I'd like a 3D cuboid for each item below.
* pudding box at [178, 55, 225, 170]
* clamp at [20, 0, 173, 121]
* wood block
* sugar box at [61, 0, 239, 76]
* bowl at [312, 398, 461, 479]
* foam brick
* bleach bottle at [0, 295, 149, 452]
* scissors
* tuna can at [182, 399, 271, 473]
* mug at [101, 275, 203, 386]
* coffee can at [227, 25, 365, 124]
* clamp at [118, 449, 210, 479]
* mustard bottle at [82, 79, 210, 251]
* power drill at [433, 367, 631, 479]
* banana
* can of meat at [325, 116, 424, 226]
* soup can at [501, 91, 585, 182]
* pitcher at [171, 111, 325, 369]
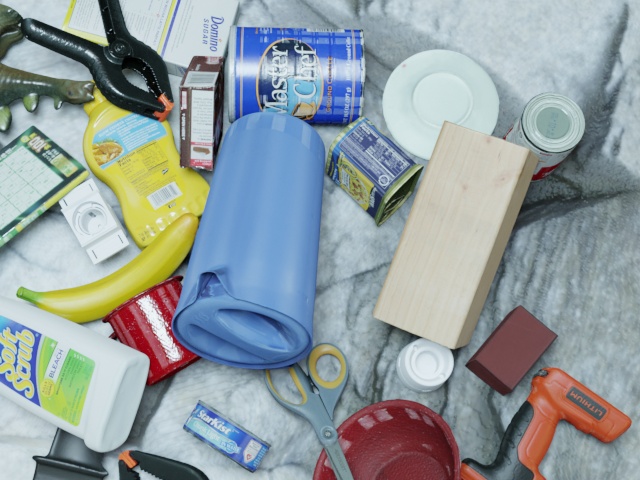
[{"bbox_3d":[-0.121,-0.133,1.099,0.039,0.113,0.090,3,115,1],"label":"pudding box"},{"bbox_3d":[-0.212,-0.201,1.113,0.171,0.039,0.120,41,63,-9],"label":"clamp"},{"bbox_3d":[0.136,-0.004,1.069,0.090,0.090,0.206,21,95,18],"label":"wood block"},{"bbox_3d":[-0.185,-0.238,1.170,0.176,0.048,0.093,16,78,-3],"label":"sugar box"},{"bbox_3d":[0.073,0.240,1.042,0.162,0.055,0.162,-19,51,24],"label":"bowl"},{"bbox_3d":[0.197,0.114,1.102,0.051,0.053,0.078,41,79,6],"label":"foam brick"},{"bbox_3d":[-0.295,0.114,1.045,0.251,0.068,0.102,19,92,19],"label":"bleach bottle"},{"bbox_3d":[0.019,0.179,1.066,0.096,0.016,0.202,-31,61,-20],"label":"scissors"},{"bbox_3d":[-0.093,0.193,1.052,0.086,0.086,0.033,32,79,4],"label":"tuna can"},{"bbox_3d":[-0.168,0.099,1.076,0.117,0.093,0.081,-33,84,22],"label":"mug"},{"bbox_3d":[-0.027,-0.175,1.133,0.140,0.103,0.103,1,77,-3],"label":"coffee can"},{"bbox_3d":[-0.134,0.297,1.051,0.210,0.036,0.164,42,81,7],"label":"clamp"},{"bbox_3d":[-0.195,-0.089,1.127,0.096,0.058,0.192,-31,80,-13],"label":"mustard bottle"},{"bbox_3d":[0.230,0.237,1.072,0.184,0.057,0.187,37,78,6],"label":"power drill"},{"bbox_3d":[-0.203,0.038,1.078,0.198,0.069,0.037,-25,50,1],"label":"banana"},{"bbox_3d":[0.053,-0.073,1.114,0.084,0.102,0.057,44,74,10],"label":"can of meat"},{"bbox_3d":[0.233,-0.109,1.131,0.068,0.102,0.068,1,76,-3],"label":"soup can"},{"bbox_3d":[-0.057,0.001,1.061,0.145,0.149,0.242,18,55,-15],"label":"pitcher"}]
